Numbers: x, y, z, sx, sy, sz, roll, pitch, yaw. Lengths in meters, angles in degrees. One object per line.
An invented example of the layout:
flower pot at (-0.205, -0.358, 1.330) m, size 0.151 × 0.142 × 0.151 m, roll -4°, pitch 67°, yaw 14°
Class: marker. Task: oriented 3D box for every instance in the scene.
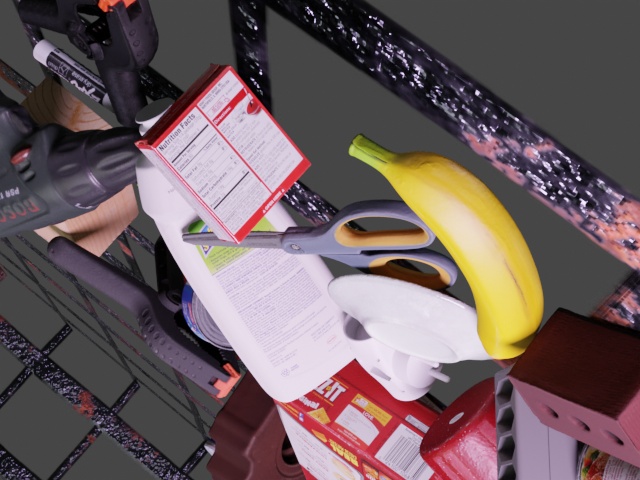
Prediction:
marker at (-0.181, -0.123, 0.851) m, size 0.121 × 0.020 × 0.020 m, roll 35°, pitch 163°, yaw 18°

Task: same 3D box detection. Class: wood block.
wood block at (-0.245, -0.057, 1.036) m, size 0.090 × 0.090 × 0.206 m, roll 38°, pitch 163°, yaw 8°

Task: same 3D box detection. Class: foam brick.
foam brick at (0.153, 0.079, 0.575) m, size 0.078 × 0.051 × 0.053 m, roll 19°, pitch 153°, yaw 52°

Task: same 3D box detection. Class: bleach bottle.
bleach bottle at (-0.055, 0.001, 0.787) m, size 0.068 × 0.102 × 0.250 m, roll 34°, pitch 157°, yaw 56°

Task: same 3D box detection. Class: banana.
banana at (0.086, 0.012, 0.579) m, size 0.070 × 0.037 × 0.197 m, roll 30°, pitch 161°, yaw 48°

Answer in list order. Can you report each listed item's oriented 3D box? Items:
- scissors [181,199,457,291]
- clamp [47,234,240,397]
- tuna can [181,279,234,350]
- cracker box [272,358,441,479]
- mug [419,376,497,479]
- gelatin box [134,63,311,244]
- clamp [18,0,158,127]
scissors at (0.004, 0.010, 0.687) m, size 0.202 × 0.016 × 0.096 m, roll -11°, pitch 139°, yaw 46°
clamp at (-0.144, 0.062, 1.023) m, size 0.210 × 0.036 × 0.164 m, roll 44°, pitch -155°, yaw 16°
tuna can at (-0.082, 0.055, 0.969) m, size 0.086 × 0.086 × 0.034 m, roll 48°, pitch 164°, yaw -22°
cracker box at (0.054, 0.194, 0.919) m, size 0.164 × 0.072 × 0.213 m, roll 31°, pitch 156°, yaw 29°
mug at (0.128, 0.149, 0.769) m, size 0.081 × 0.093 × 0.117 m, roll 46°, pitch -160°, yaw -2°
gelatin box at (-0.060, -0.054, 0.666) m, size 0.089 × 0.073 × 0.030 m, roll 49°, pitch 161°, yaw -26°
clamp at (-0.141, -0.131, 0.710) m, size 0.120 × 0.039 × 0.172 m, roll 44°, pitch 163°, yaw -18°
